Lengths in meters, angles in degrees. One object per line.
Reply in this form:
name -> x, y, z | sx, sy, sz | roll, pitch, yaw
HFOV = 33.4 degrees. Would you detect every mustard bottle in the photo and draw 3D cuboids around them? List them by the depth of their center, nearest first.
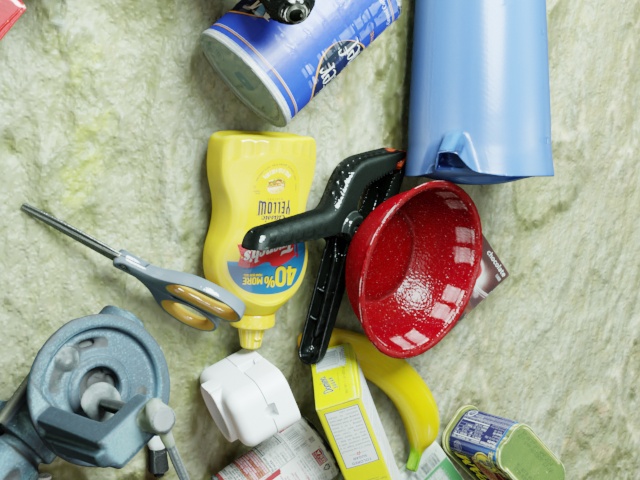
mustard bottle -> -0.056, 0.001, 0.939 | 0.096, 0.058, 0.192 | -3, 103, -35

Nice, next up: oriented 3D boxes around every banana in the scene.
banana -> 0.060, 0.140, 1.029 | 0.069, 0.037, 0.197 | -48, 112, -19

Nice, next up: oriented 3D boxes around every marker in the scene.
marker -> -0.147, 0.154, 0.951 | 0.020, 0.020, 0.121 | -7, 103, -23

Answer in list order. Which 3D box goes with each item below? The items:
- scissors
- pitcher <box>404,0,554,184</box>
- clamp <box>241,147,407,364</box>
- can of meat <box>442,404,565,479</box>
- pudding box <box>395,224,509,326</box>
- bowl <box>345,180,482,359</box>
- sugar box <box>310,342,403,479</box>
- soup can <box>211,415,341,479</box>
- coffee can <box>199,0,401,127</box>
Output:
scissors -> -0.159, 0.029, 0.913 | 0.202, 0.096, 0.016 | 23, 62, 2
pitcher -> 0.146, -0.171, 0.960 | 0.144, 0.149, 0.243 | 0, 93, -16
clamp -> 0.013, -0.015, 0.942 | 0.209, 0.036, 0.164 | -57, 142, -23
can of meat -> 0.187, 0.218, 1.076 | 0.102, 0.084, 0.057 | 47, 69, -25
pudding box -> 0.117, 0.019, 1.033 | 0.090, 0.039, 0.113 | -41, 114, -12
bowl -> 0.073, 0.020, 0.947 | 0.161, 0.055, 0.162 | -18, 117, -40
sugar box -> 0.038, 0.190, 0.980 | 0.048, 0.093, 0.176 | -15, 116, 5
soup can -> -0.041, 0.216, 0.985 | 0.102, 0.069, 0.068 | -34, 112, -15
coffee can -> -0.016, -0.179, 0.896 | 0.140, 0.103, 0.102 | -44, 115, -11
